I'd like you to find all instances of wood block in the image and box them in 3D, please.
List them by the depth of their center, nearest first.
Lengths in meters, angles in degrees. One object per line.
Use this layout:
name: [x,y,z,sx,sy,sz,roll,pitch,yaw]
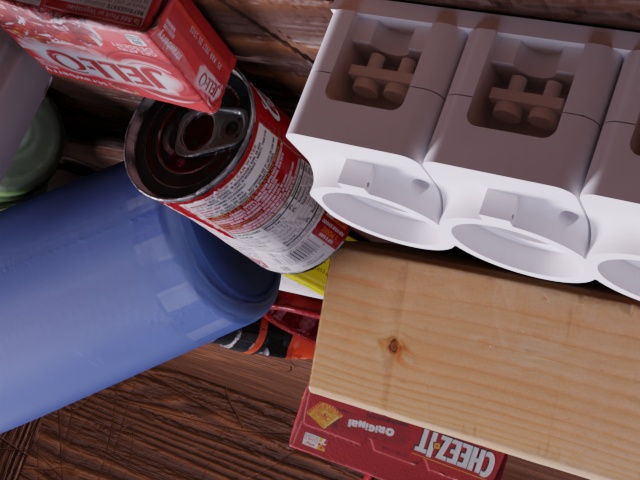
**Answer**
wood block: [0.106,0.061,0.571,0.206,0.091,0.090,12,-176,36]

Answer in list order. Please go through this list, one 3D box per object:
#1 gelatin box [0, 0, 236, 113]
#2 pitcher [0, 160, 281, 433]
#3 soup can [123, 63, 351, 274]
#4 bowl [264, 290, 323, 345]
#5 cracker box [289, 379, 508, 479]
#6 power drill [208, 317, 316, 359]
gelatin box: [-0.088,-0.086,0.434,0.089,0.030,0.073,17,168,19]
pitcher: [-0.143,0.029,0.638,0.243,0.149,0.145,-21,133,26]
soup can: [-0.034,-0.031,0.501,0.069,0.068,0.102,12,166,34]
bowl: [0.038,0.056,0.794,0.162,0.055,0.162,20,168,4]
cracker box: [0.084,0.143,0.912,0.164,0.072,0.213,18,-170,12]
power drill: [-0.098,0.081,1.073,0.184,0.057,0.188,16,175,-37]
